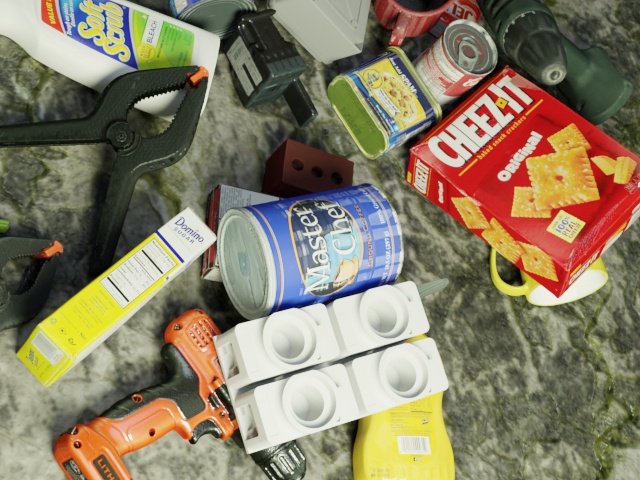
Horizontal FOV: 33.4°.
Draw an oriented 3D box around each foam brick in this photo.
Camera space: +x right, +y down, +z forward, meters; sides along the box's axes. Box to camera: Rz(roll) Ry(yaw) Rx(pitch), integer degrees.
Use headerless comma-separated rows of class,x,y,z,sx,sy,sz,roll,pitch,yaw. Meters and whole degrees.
foam brick,-0.013,-0.060,1.079,0.078,0.051,0.053,17,62,-20

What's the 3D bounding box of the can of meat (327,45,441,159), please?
can of meat,0.068,-0.148,1.156,0.083,0.058,0.102,-30,85,-31

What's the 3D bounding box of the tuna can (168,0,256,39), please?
tuna can,-0.110,-0.237,1.083,0.086,0.086,0.034,-8,72,-30

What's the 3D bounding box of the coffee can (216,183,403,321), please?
coffee can,-0.010,0.009,0.975,0.140,0.103,0.103,-12,76,-29

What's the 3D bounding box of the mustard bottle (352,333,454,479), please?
mustard bottle,0.075,0.143,1.036,0.096,0.058,0.191,5,68,-20

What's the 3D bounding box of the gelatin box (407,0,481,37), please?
gelatin box,0.147,-0.278,1.267,0.089,0.030,0.073,32,59,-12

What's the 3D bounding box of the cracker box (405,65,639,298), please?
cracker box,0.223,-0.067,1.129,0.214,0.072,0.164,40,68,21

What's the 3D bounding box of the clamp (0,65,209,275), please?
clamp,-0.180,-0.081,0.976,0.210,0.036,0.164,-34,91,-10

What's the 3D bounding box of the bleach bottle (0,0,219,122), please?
bleach bottle,-0.227,-0.192,1.019,0.250,0.068,0.102,18,63,-17

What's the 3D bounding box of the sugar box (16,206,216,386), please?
sugar box,-0.176,0.047,0.926,0.048,0.093,0.176,47,55,-3

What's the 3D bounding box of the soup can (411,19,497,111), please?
soup can,0.139,-0.189,1.182,0.068,0.102,0.068,11,65,-24

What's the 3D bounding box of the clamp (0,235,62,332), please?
clamp,-0.286,0.042,0.884,0.120,0.039,0.171,61,41,-27

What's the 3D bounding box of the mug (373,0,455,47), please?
mug,0.100,-0.266,1.184,0.093,0.081,0.117,18,78,-2

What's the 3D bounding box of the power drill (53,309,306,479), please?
power drill,-0.119,0.176,0.925,0.187,0.057,0.184,-36,88,-36

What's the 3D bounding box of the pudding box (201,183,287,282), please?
pudding box,-0.057,0.001,1.040,0.113,0.039,0.090,12,66,-21
